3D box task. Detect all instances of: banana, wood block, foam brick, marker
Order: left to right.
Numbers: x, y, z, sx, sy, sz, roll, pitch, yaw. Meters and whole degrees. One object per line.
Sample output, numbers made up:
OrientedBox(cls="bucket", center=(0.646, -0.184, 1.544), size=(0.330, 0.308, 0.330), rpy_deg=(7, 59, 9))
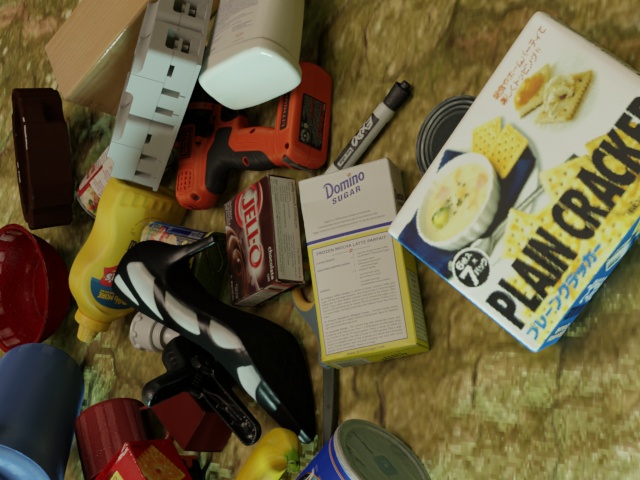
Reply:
OrientedBox(cls="wood block", center=(-0.216, -0.250, 1.231), size=(0.206, 0.090, 0.091), rpy_deg=(-42, 57, 27))
OrientedBox(cls="foam brick", center=(-0.129, 0.173, 1.096), size=(0.078, 0.052, 0.051), rpy_deg=(42, 109, 38))
OrientedBox(cls="banana", center=(-0.061, 0.231, 1.013), size=(0.037, 0.069, 0.198), rpy_deg=(30, 132, -2))
OrientedBox(cls="marker", center=(0.046, -0.103, 1.018), size=(0.121, 0.020, 0.020), rpy_deg=(-51, 53, 22))

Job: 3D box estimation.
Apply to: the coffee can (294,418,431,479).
OrientedBox(cls="coffee can", center=(0.016, 0.239, 0.921), size=(0.140, 0.102, 0.103), rpy_deg=(-52, 53, 21))

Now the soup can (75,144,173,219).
OrientedBox(cls="soup can", center=(-0.223, -0.075, 1.217), size=(0.102, 0.068, 0.068), rpy_deg=(-45, 56, 25))

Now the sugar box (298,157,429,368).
OrientedBox(cls="sugar box", center=(0.038, 0.021, 0.972), size=(0.093, 0.048, 0.176), rpy_deg=(-13, 69, 20))

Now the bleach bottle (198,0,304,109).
OrientedBox(cls="bleach bottle", center=(-0.054, -0.254, 1.072), size=(0.103, 0.068, 0.250), rpy_deg=(-18, 50, 36))

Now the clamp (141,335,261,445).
OrientedBox(cls="clamp", center=(-0.127, 0.134, 1.052), size=(0.039, 0.120, 0.171), rpy_deg=(-56, 27, 10))

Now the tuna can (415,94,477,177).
OrientedBox(cls="tuna can", center=(0.127, -0.082, 0.933), size=(0.086, 0.033, 0.086), rpy_deg=(-10, 75, 40))

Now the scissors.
OrientedBox(cls="scissors", center=(-0.004, 0.101, 1.025), size=(0.096, 0.016, 0.202), rpy_deg=(12, 89, 44))

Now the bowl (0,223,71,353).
OrientedBox(cls="bowl", center=(-0.352, 0.060, 1.302), size=(0.162, 0.055, 0.162), rpy_deg=(2, 92, 46))

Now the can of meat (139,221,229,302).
OrientedBox(cls="can of meat", center=(-0.148, 0.034, 1.125), size=(0.084, 0.057, 0.102), rpy_deg=(12, 90, 29))

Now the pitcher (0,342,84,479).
OrientedBox(cls="pitcher", center=(-0.326, 0.221, 1.152), size=(0.149, 0.145, 0.243), rpy_deg=(-54, 14, 18))

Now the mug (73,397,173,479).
OrientedBox(cls="mug", center=(-0.207, 0.216, 1.138), size=(0.117, 0.093, 0.081), rpy_deg=(-32, 56, 14))

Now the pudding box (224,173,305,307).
OrientedBox(cls="pudding box", center=(-0.057, 0.001, 1.062), size=(0.090, 0.039, 0.113), rpy_deg=(-30, 62, 52))

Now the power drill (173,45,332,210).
OrientedBox(cls="power drill", center=(-0.074, -0.129, 1.107), size=(0.188, 0.057, 0.184), rpy_deg=(-8, 74, 42))

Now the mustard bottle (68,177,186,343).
OrientedBox(cls="mustard bottle", center=(-0.224, 0.027, 1.179), size=(0.058, 0.096, 0.192), rpy_deg=(36, 105, 39))
